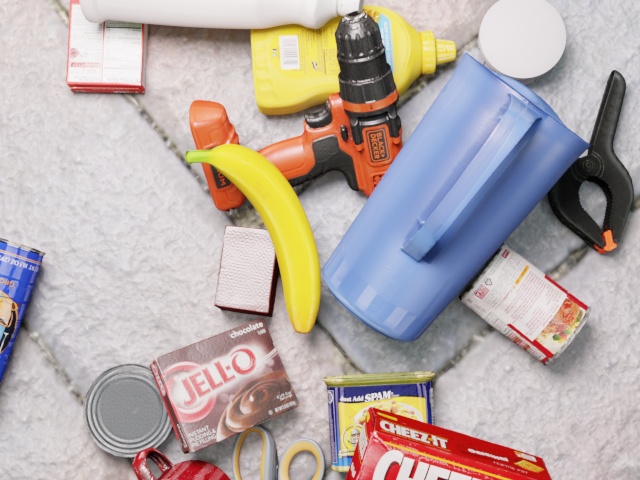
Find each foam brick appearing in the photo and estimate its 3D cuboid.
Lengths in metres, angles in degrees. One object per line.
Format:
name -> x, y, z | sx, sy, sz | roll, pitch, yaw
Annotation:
foam brick -> -0.066, 0.029, 0.994 | 0.053, 0.051, 0.078 | 8, 84, 3

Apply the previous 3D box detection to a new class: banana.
banana -> -0.044, -0.013, 0.948 | 0.069, 0.037, 0.198 | -36, 105, -13

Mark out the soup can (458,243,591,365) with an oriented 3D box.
soup can -> 0.186, 0.057, 0.977 | 0.102, 0.068, 0.068 | 38, 86, 5

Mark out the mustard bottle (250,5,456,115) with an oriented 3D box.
mustard bottle -> 0.032, -0.173, 1.010 | 0.191, 0.058, 0.096 | -4, 78, 1

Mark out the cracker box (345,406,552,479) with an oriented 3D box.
cracker box -> 0.088, 0.273, 0.922 | 0.164, 0.072, 0.214 | 17, 100, -3

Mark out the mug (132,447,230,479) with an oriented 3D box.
mug -> -0.127, 0.235, 0.949 | 0.093, 0.081, 0.117 | -37, 90, 10

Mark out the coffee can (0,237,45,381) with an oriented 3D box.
coffee can -> -0.322, 0.062, 0.971 | 0.103, 0.103, 0.140 | 17, 84, 3

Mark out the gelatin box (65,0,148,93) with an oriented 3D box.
gelatin box -> -0.205, -0.188, 1.032 | 0.073, 0.030, 0.089 | 1, 83, 0

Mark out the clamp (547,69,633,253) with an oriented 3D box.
clamp -> 0.255, -0.076, 1.005 | 0.120, 0.039, 0.171 | -24, 86, 6

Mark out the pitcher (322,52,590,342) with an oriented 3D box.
pitcher -> 0.109, -0.031, 0.927 | 0.243, 0.149, 0.145 | -54, 44, 13

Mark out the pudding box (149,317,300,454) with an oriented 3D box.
pudding box -> -0.088, 0.132, 0.972 | 0.113, 0.039, 0.090 | -20, 83, -24

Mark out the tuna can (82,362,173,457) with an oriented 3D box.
tuna can -> -0.175, 0.157, 0.991 | 0.086, 0.034, 0.086 | 0, 84, 1

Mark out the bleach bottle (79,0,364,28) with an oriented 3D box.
bleach bottle -> -0.086, -0.231, 0.977 | 0.251, 0.068, 0.102 | 10, 52, 8

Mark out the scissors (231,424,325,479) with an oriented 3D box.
scissors -> -0.034, 0.268, 0.983 | 0.096, 0.016, 0.202 | -10, 83, 6

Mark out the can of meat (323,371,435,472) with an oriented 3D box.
can of meat -> 0.056, 0.164, 0.974 | 0.102, 0.057, 0.084 | -3, 86, 2

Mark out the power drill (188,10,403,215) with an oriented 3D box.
power drill -> -0.020, -0.106, 0.967 | 0.187, 0.057, 0.184 | -10, 121, 5
